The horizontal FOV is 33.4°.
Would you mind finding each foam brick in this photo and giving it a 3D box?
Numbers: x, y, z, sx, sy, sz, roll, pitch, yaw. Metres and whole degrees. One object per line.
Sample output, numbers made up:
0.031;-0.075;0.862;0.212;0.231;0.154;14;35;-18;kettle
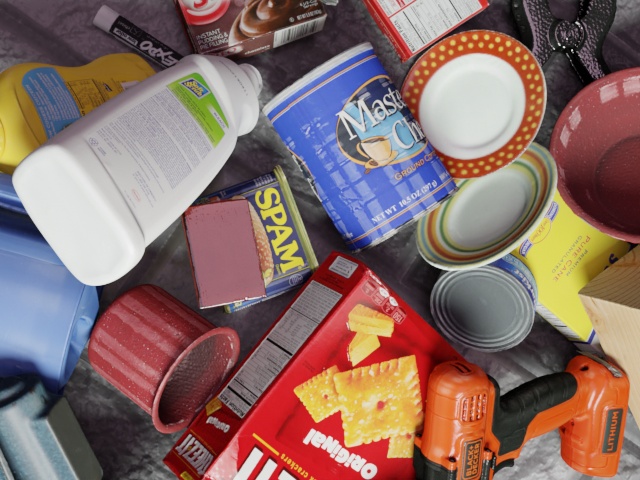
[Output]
-0.074;0.009;0.811;0.051;0.053;0.078;-11;90;-5;foam brick

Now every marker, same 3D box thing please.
-0.132;-0.154;0.883;0.121;0.020;0.020;32;82;-6;marker

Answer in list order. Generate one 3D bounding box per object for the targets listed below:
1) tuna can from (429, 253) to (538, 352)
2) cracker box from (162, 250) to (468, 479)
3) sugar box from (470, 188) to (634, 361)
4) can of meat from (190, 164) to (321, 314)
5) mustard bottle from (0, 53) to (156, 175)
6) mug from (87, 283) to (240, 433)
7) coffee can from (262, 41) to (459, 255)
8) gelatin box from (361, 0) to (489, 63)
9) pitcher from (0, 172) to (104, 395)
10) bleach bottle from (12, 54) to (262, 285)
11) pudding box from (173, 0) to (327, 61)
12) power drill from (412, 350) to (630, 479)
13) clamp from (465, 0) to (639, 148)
0.136;0.048;0.883;0.086;0.033;0.086;10;123;15;tuna can
0.010;0.142;0.836;0.164;0.072;0.213;44;79;-27;cracker box
0.215;0.024;0.914;0.176;0.048;0.093;39;82;-4;sugar box
-0.056;0.001;0.868;0.084;0.057;0.102;-20;89;-7;can of meat
-0.195;-0.087;0.796;0.191;0.058;0.096;-18;82;-50;mustard bottle
-0.118;0.089;0.825;0.082;0.117;0.093;32;86;25;mug
0.032;-0.074;0.862;0.102;0.103;0.140;-32;92;-10;coffee can
0.088;-0.207;0.916;0.089;0.030;0.073;-35;94;-9;gelatin box
-0.282;0.014;0.790;0.242;0.145;0.149;17;87;-5;pitcher
-0.109;-0.070;0.783;0.102;0.068;0.250;56;37;-9;bleach bottle
-0.062;-0.200;0.880;0.113;0.039;0.090;-19;77;-11;pudding box
0.158;0.172;0.854;0.187;0.057;0.184;-9;114;-31;power drill
0.220;-0.171;0.931;0.164;0.036;0.210;10;89;-10;clamp
